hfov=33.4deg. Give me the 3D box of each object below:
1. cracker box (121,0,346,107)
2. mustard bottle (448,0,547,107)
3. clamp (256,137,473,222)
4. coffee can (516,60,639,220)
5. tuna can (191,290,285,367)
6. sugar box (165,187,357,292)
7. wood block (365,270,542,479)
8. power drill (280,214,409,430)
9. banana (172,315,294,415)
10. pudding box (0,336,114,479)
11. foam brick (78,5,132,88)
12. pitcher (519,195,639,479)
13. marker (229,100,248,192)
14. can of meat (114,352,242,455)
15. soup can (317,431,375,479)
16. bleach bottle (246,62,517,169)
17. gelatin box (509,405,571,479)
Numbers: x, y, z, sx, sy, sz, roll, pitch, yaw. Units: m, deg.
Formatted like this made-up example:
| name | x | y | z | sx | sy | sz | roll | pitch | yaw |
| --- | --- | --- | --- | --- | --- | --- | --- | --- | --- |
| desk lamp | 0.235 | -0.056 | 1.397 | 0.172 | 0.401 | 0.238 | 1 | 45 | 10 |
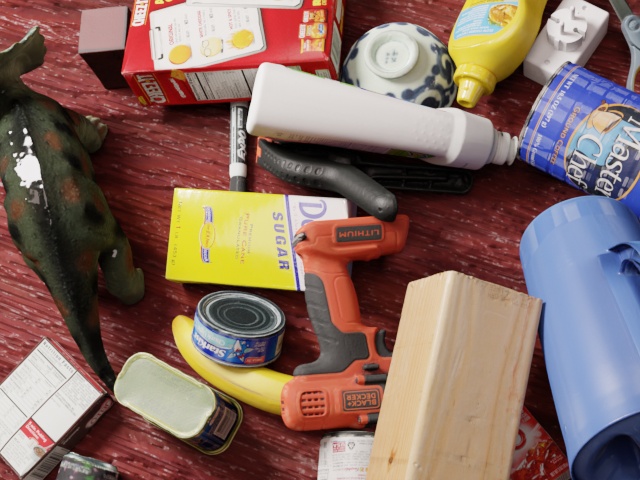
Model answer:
| name | x | y | z | sx | sy | sz | roll | pitch | yaw |
| --- | --- | --- | --- | --- | --- | --- | --- | --- | --- |
| cracker box | -0.083 | -0.224 | 1.100 | 0.214 | 0.072 | 0.164 | -2 | 61 | 12 |
| mustard bottle | 0.175 | -0.217 | 1.046 | 0.096 | 0.058 | 0.191 | 5 | 67 | 52 |
| clamp | 0.032 | -0.065 | 1.022 | 0.210 | 0.164 | 0.036 | 19 | 111 | 36 |
| coffee can | 0.266 | -0.088 | 0.973 | 0.140 | 0.102 | 0.102 | 30 | 79 | 19 |
| tuna can | -0.076 | 0.081 | 0.992 | 0.086 | 0.086 | 0.034 | 20 | 116 | 17 |
| sugar box | -0.057 | 0.001 | 1.031 | 0.176 | 0.048 | 0.093 | 3 | 85 | 15 |
| wood block | 0.106 | 0.139 | 0.879 | 0.090 | 0.091 | 0.206 | 18 | 76 | -15 |
| power drill | 0.051 | 0.073 | 0.953 | 0.184 | 0.057 | 0.187 | -3 | 79 | -12 |
| banana | -0.064 | 0.123 | 0.996 | 0.198 | 0.069 | 0.037 | 19 | 115 | 15 |
| pudding box | -0.269 | 0.163 | 1.029 | 0.090 | 0.039 | 0.113 | 40 | 81 | 21 |
| foam brick | -0.215 | -0.202 | 1.124 | 0.053 | 0.078 | 0.051 | -4 | 69 | 9 |
| pitcher | 0.243 | 0.072 | 0.866 | 0.149 | 0.144 | 0.243 | -35 | 40 | 25 |
| marker | -0.083 | -0.093 | 1.090 | 0.020 | 0.020 | 0.121 | -4 | 70 | 10 |
| can of meat | -0.131 | 0.149 | 0.981 | 0.102 | 0.084 | 0.057 | 25 | 78 | 18 |
| soup can | 0.031 | 0.222 | 0.931 | 0.068 | 0.068 | 0.102 | -1 | 70 | 11 |
| bleach bottle | 0.059 | -0.109 | 1.006 | 0.250 | 0.102 | 0.068 | 11 | 93 | -7 |
| gelatin box | 0.163 | 0.197 | 0.927 | 0.089 | 0.030 | 0.073 | -35 | 57 | -3 |
